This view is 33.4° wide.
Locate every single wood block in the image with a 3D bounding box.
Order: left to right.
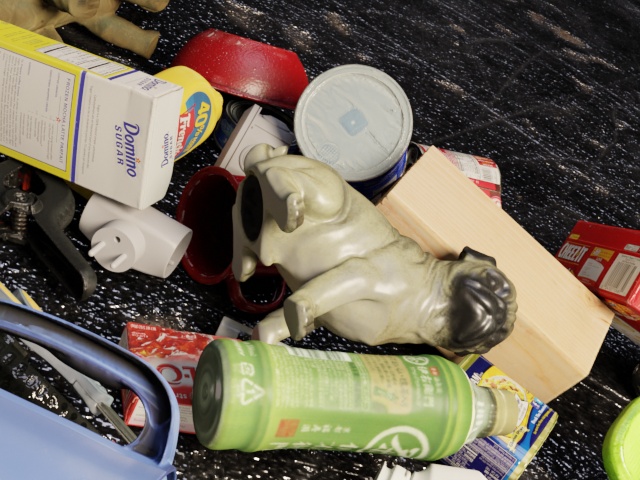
[{"bbox_3d":[0.125,0.035,0.873,0.206,0.090,0.090,43,41,0],"label":"wood block"}]

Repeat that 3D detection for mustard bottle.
[{"bbox_3d":[-0.141,-0.103,0.929,0.058,0.096,0.191,34,30,12],"label":"mustard bottle"}]

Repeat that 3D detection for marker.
[{"bbox_3d":[-0.021,0.090,0.800,0.121,0.020,0.020,25,30,-3],"label":"marker"}]

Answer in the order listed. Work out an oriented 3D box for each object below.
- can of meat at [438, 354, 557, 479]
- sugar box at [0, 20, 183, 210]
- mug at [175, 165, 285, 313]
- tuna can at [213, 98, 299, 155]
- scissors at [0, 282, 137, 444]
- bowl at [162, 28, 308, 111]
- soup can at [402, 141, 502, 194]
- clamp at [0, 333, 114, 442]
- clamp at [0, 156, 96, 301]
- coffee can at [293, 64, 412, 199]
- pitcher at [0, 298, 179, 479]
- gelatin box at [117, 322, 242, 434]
[{"bbox_3d":[0.123,0.138,0.802,0.084,0.057,0.101,37,31,14],"label":"can of meat"},{"bbox_3d":[-0.192,-0.098,0.813,0.176,0.093,0.048,21,28,16],"label":"sugar box"},{"bbox_3d":[-0.056,0.001,0.856,0.081,0.093,0.117,4,68,-42],"label":"mug"},{"bbox_3d":[-0.060,-0.104,1.056,0.086,0.034,0.086,20,31,-12],"label":"tuna can"},{"bbox_3d":[-0.151,0.083,0.651,0.202,0.016,0.096,40,-9,39],"label":"scissors"},{"bbox_3d":[-0.075,-0.175,1.078,0.162,0.055,0.162,16,9,-3],"label":"bowl"},{"bbox_3d":[0.128,-0.060,1.102,0.102,0.069,0.068,8,35,-30],"label":"soup can"},{"bbox_3d":[-0.194,0.064,0.614,0.210,0.164,0.036,41,74,10],"label":"clamp"},{"bbox_3d":[-0.214,-0.012,0.787,0.120,0.039,0.171,20,30,-10],"label":"clamp"},{"bbox_3d":[0.031,-0.094,0.983,0.103,0.103,0.140,30,-4,6],"label":"coffee can"},{"bbox_3d":[-0.196,0.108,0.519,0.243,0.145,0.149,27,33,6],"label":"pitcher"},{"bbox_3d":[-0.091,0.095,0.726,0.089,0.030,0.073,12,34,-23],"label":"gelatin box"}]
